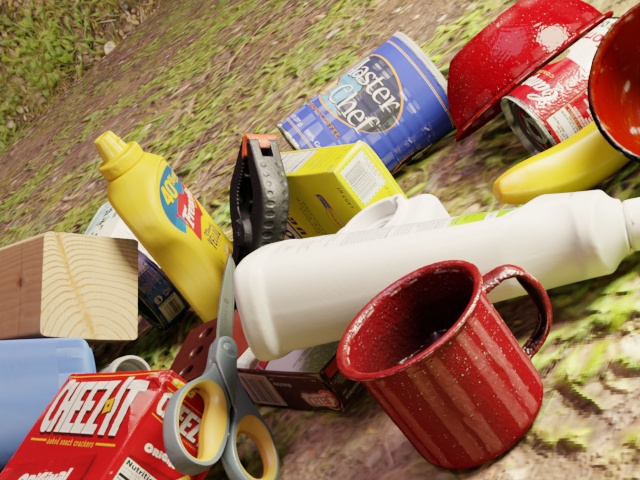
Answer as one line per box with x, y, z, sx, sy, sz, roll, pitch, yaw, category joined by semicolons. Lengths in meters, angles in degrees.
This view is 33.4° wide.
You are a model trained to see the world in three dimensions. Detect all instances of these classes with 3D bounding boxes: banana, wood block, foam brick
0.199;-0.087;0.732;0.197;0.069;0.037;-51;8;-6;banana
-0.255;0.052;0.992;0.207;0.090;0.091;-12;76;54;wood block
-0.079;0.102;0.806;0.053;0.051;0.078;-25;24;30;foam brick

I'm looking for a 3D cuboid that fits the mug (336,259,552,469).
0.078;0.063;0.589;0.117;0.081;0.093;-40;21;-6;mug

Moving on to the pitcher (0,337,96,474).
-0.303;0.150;0.850;0.242;0.145;0.149;-4;-12;-17;pitcher

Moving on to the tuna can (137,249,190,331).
-0.166;0.046;1.017;0.033;0.086;0.086;-46;22;-17;tuna can

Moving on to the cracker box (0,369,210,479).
-0.174;0.189;0.715;0.164;0.072;0.213;-10;41;52;cracker box

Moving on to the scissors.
-0.054;0.093;0.723;0.016;0.096;0.201;-38;17;28;scissors

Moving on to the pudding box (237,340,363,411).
0.000;0.074;0.756;0.114;0.039;0.090;-4;37;52;pudding box

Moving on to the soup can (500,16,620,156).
0.194;-0.108;0.786;0.102;0.068;0.068;-37;20;-2;soup can

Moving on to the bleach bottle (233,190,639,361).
0.080;0.014;0.654;0.251;0.068;0.102;-12;9;18;bleach bottle

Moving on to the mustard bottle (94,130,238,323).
-0.134;-0.018;0.948;0.058;0.191;0.096;-30;22;18;mustard bottle

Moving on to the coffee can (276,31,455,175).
0.046;-0.107;0.974;0.140;0.102;0.103;-37;20;0;coffee can

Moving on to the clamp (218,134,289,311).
-0.056;0.001;0.879;0.039;0.171;0.120;3;-7;-34;clamp

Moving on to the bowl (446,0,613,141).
0.157;-0.151;0.870;0.162;0.055;0.162;-38;-4;-3;bowl

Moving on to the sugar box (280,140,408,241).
0.001;-0.031;0.899;0.048;0.093;0.177;-47;22;-25;sugar box
